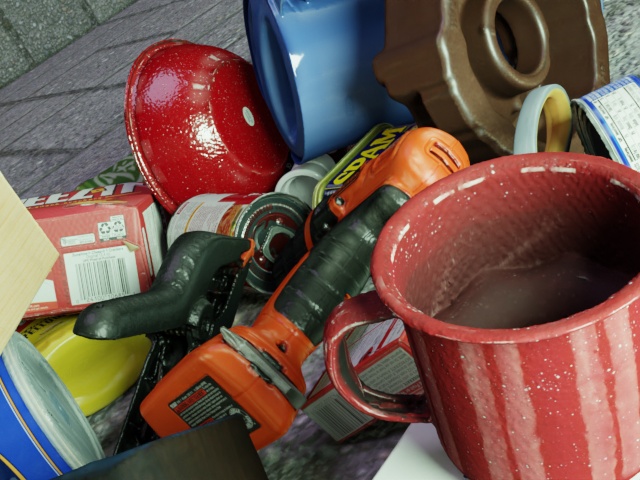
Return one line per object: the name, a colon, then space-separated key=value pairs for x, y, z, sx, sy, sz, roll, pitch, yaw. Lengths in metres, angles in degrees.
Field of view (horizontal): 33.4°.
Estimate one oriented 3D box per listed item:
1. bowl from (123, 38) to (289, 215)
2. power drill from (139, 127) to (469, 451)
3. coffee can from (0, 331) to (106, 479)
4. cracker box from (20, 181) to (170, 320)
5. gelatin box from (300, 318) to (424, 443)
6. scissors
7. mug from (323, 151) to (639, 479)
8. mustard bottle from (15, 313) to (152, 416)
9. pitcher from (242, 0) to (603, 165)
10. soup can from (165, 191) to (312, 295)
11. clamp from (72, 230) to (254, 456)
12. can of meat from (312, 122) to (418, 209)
bowl: x=-0.073 y=-0.086 z=0.816 sx=0.055 sy=0.162 sz=0.162 roll=-18 pitch=24 yaw=35
power drill: x=-0.014 y=0.034 z=0.571 sx=0.187 sy=0.057 sz=0.185 roll=-51 pitch=5 yaw=-36
coffee can: x=-0.202 y=0.131 z=0.589 sx=0.140 sy=0.103 sz=0.103 roll=-33 pitch=21 yaw=-7
cracker box: x=-0.198 y=0.005 z=0.779 sx=0.164 sy=0.072 sz=0.214 roll=-8 pitch=8 yaw=-3
gelatin box: x=0.038 y=0.051 z=0.516 sx=0.089 sy=0.030 sz=0.073 roll=-41 pitch=8 yaw=45
scissors: x=0.108 y=0.016 z=0.520 sx=0.016 sy=0.096 sz=0.201 roll=-8 pitch=56 yaw=36
mug: x=0.059 y=0.033 z=0.350 sx=0.117 sy=0.081 sz=0.093 roll=-14 pitch=35 yaw=8
mustard bottle: x=-0.198 y=0.077 z=0.764 sx=0.096 sy=0.058 sz=0.192 roll=-34 pitch=20 yaw=-25
pitcher: x=0.073 y=-0.156 z=0.760 sx=0.242 sy=0.145 sz=0.149 roll=-18 pitch=8 yaw=-10
soup can: x=-0.055 y=0.001 z=0.733 sx=0.068 sy=0.068 sz=0.102 roll=-41 pitch=23 yaw=-26
clamp: x=-0.083 y=0.057 z=0.608 sx=0.039 sy=0.120 sz=0.171 roll=16 pitch=30 yaw=18
can of meat: x=0.059 y=-0.036 z=0.685 sx=0.084 sy=0.057 sz=0.102 roll=-3 pitch=34 yaw=46
